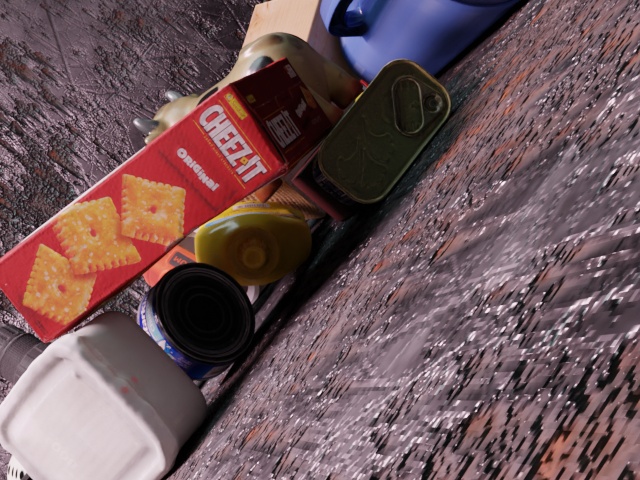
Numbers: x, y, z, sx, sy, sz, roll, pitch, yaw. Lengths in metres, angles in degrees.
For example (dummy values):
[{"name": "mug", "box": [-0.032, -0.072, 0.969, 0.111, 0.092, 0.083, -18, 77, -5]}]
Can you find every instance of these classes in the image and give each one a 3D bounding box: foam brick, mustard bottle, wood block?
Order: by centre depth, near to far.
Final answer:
[{"name": "foam brick", "box": [0.022, -0.062, 0.841, 0.078, 0.053, 0.051, -52, 6, -9]}, {"name": "mustard bottle", "box": [-0.056, 0.002, 0.890, 0.191, 0.096, 0.058, -123, 30, -83]}, {"name": "wood block", "box": [-0.030, -0.128, 1.028, 0.091, 0.090, 0.206, -7, 58, 38]}]

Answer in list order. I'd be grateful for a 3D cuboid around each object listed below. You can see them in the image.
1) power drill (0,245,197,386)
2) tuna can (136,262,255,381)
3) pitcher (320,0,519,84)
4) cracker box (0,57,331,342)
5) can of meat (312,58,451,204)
[{"name": "power drill", "box": [-0.171, 0.081, 0.918, 0.187, 0.184, 0.057, -48, -22, -32]}, {"name": "tuna can", "box": [-0.093, 0.060, 0.807, 0.034, 0.086, 0.086, -43, 10, 47]}, {"name": "pitcher", "box": [0.083, -0.214, 0.919, 0.243, 0.149, 0.145, 136, 157, -73]}, {"name": "cracker box", "box": [-0.104, -0.032, 0.748, 0.214, 0.072, 0.164, -34, 7, 18]}, {"name": "can of meat", "box": [0.040, -0.074, 0.769, 0.102, 0.057, 0.084, -52, 4, -5]}]
